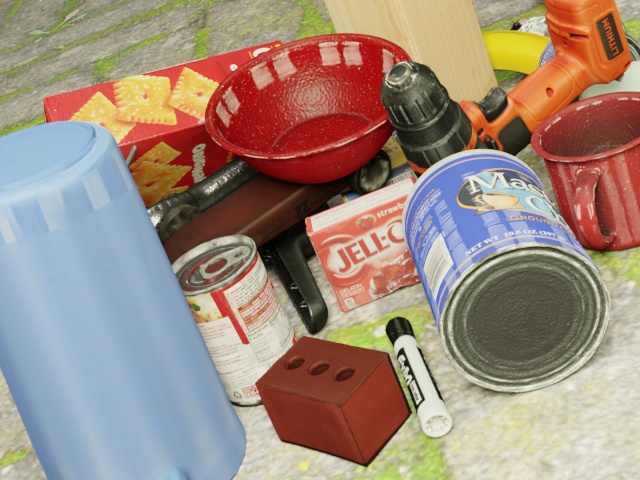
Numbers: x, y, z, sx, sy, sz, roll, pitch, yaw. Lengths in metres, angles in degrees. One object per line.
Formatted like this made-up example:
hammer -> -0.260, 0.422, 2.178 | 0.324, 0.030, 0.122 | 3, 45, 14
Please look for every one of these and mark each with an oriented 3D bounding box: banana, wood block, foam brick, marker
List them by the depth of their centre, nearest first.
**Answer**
foam brick -> 0.008, 0.099, 0.673 | 0.078, 0.051, 0.052 | 5, 39, 44
marker -> 0.062, 0.084, 0.692 | 0.020, 0.020, 0.121 | -22, 27, 3
wood block -> 0.079, -0.183, 0.950 | 0.090, 0.206, 0.090 | 8, 40, 45
banana -> 0.181, -0.160, 0.989 | 0.037, 0.069, 0.198 | -22, 19, -41

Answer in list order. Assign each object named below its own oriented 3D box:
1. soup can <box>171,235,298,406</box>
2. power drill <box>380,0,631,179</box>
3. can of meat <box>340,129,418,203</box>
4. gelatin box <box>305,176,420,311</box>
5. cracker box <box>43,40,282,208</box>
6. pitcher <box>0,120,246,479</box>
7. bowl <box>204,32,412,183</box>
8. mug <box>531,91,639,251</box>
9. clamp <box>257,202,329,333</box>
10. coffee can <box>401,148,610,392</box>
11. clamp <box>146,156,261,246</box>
soup can -> -0.057, 0.057, 0.745 | 0.068, 0.102, 0.068 | -19, 28, 10
power drill -> 0.134, -0.111, 0.769 | 0.187, 0.184, 0.057 | -46, 50, -6
can of meat -> 0.054, -0.054, 0.906 | 0.084, 0.057, 0.102 | -24, 27, 2
gelatin box -> 0.042, 0.004, 0.792 | 0.089, 0.073, 0.030 | -22, 27, 4
cracker box -> -0.133, -0.084, 0.952 | 0.213, 0.072, 0.164 | -17, -19, -20
pitcher -> -0.147, 0.051, 0.671 | 0.149, 0.243, 0.144 | -3, 30, 23
bowl -> -0.003, -0.092, 0.810 | 0.162, 0.055, 0.162 | -10, 40, 9
mug -> 0.199, -0.040, 0.737 | 0.093, 0.081, 0.117 | -6, 32, 30
clamp -> -0.056, 0.001, 0.880 | 0.164, 0.036, 0.209 | 7, 32, 10
coffee can -> 0.113, 0.015, 0.684 | 0.103, 0.103, 0.140 | -21, 27, 5
clamp -> -0.124, -0.018, 0.926 | 0.171, 0.039, 0.120 | -31, -13, -31
